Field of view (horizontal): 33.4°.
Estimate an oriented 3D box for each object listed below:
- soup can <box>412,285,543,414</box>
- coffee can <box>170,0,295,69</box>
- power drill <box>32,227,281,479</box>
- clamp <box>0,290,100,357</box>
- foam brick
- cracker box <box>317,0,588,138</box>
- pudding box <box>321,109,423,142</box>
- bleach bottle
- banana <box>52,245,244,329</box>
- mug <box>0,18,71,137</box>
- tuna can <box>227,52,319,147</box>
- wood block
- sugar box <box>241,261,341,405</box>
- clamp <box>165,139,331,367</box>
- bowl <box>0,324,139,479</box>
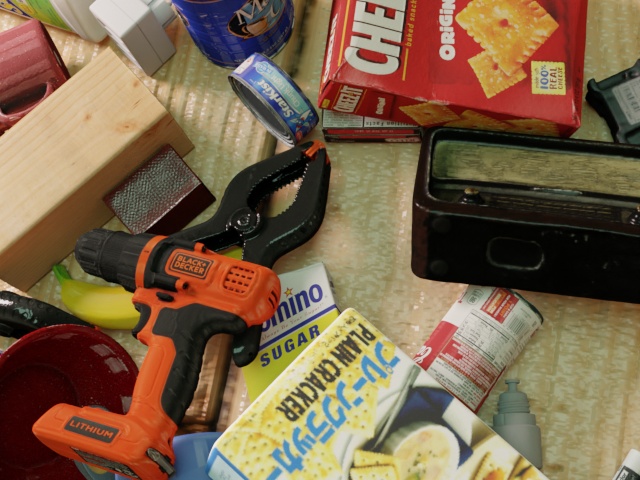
[{"bbox_3d":[0.124,0.086,0.859,0.068,0.068,0.102,35,82,17],"label":"soup can"},{"bbox_3d":[-0.085,-0.229,0.951,0.103,0.140,0.103,-3,73,9],"label":"coffee can"},{"bbox_3d":[-0.143,0.080,0.820,0.185,0.057,0.187,12,64,24],"label":"power drill"},{"bbox_3d":[-0.277,0.058,0.913,0.171,0.120,0.039,12,73,9],"label":"clamp"},{"bbox_3d":[-0.142,-0.037,0.950,0.078,0.051,0.053,-40,72,-3],"label":"foam brick"},{"bbox_3d":[0.116,-0.179,0.908,0.213,0.072,0.164,10,74,-7],"label":"cracker box"},{"bbox_3d":[0.049,-0.144,0.957,0.090,0.039,0.113,2,76,7],"label":"pudding box"},{"bbox_3d":[-0.321,-0.264,1.035,0.251,0.102,0.068,17,68,20],"label":"bleach bottle"},{"bbox_3d":[-0.146,0.042,0.934,0.198,0.037,0.069,-5,72,8],"label":"banana"},{"bbox_3d":[-0.276,-0.146,0.981,0.081,0.093,0.117,-25,44,-4],"label":"mug"},{"bbox_3d":[-0.041,-0.124,0.941,0.033,0.086,0.086,-44,72,-7],"label":"tuna can"},{"bbox_3d":[-0.228,-0.061,0.952,0.206,0.091,0.090,-41,71,-4],"label":"wood block"},{"bbox_3d":[-0.015,0.114,0.886,0.093,0.048,0.176,-19,72,4],"label":"sugar box"},{"bbox_3d":[-0.056,0.001,0.900,0.209,0.036,0.165,-43,58,-15],"label":"clamp"},{"bbox_3d":[-0.224,0.148,0.877,0.055,0.161,0.162,1,70,48],"label":"bowl"}]
